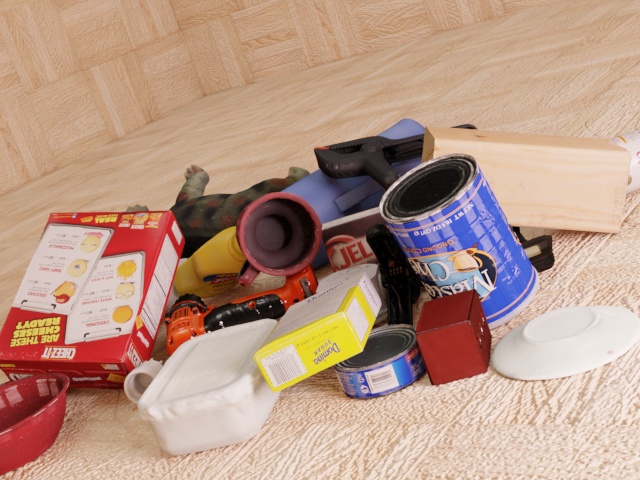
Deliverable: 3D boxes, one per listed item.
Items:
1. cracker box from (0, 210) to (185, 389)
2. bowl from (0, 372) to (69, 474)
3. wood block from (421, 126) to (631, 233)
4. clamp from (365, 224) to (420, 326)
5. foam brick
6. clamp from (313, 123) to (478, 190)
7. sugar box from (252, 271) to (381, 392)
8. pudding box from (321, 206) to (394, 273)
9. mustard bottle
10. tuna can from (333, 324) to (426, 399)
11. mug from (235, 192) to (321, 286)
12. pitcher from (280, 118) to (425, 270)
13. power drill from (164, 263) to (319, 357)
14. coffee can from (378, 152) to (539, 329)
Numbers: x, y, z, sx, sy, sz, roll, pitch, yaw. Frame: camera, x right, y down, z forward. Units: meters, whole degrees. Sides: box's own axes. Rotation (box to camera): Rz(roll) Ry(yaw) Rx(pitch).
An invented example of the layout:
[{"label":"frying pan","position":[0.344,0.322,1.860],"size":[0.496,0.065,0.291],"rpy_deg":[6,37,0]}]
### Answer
[{"label":"cracker box","position":[-0.264,0.066,1.241],"size":[0.164,0.072,0.213],"rpy_deg":[-1,52,16]},{"label":"bowl","position":[-0.330,0.200,1.116],"size":[0.162,0.055,0.162],"rpy_deg":[-19,15,5]},{"label":"wood block","position":[0.215,-0.067,1.151],"size":[0.206,0.090,0.091],"rpy_deg":[4,15,-2]},{"label":"clamp","position":[0.077,0.025,1.096],"size":[0.039,0.120,0.171],"rpy_deg":[-7,15,9]},{"label":"foam brick","position":[0.120,0.085,0.953],"size":[0.051,0.053,0.078],"rpy_deg":[-15,16,17]},{"label":"clamp","position":[0.078,-0.105,1.295],"size":[0.164,0.036,0.210],"rpy_deg":[-28,22,-32]},{"label":"sugar box","position":[0.002,0.082,1.000],"size":[0.093,0.048,0.176],"rpy_deg":[-26,3,13]},{"label":"pudding box","position":[0.065,0.010,1.215],"size":[0.113,0.090,0.039],"rpy_deg":[-18,14,6]},{"label":"mustard bottle","position":[-0.117,0.024,1.340],"size":[0.096,0.058,0.192],"rpy_deg":[-12,-11,-25]},{"label":"tuna can","position":[0.055,0.111,0.980],"size":[0.086,0.034,0.086],"rpy_deg":[-19,15,5]},{"label":"mug","position":[-0.058,0.001,1.209],"size":[0.117,0.093,0.081],"rpy_deg":[-59,12,-4]},{"label":"pitcher","position":[0.048,-0.055,1.390],"size":[0.242,0.149,0.145],"rpy_deg":[-29,45,-18]},{"label":"power drill","position":[-0.092,0.078,1.249],"size":[0.187,0.057,0.184],"rpy_deg":[-22,15,0]},{"label":"coffee can","position":[0.132,0.003,1.013],"size":[0.103,0.140,0.103],"rpy_deg":[-26,26,13]}]
